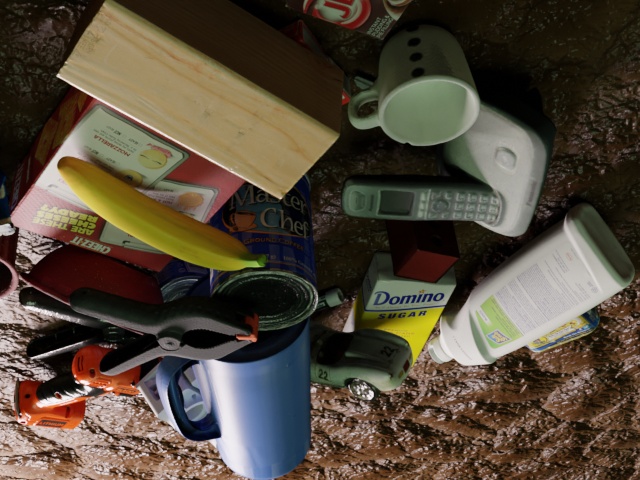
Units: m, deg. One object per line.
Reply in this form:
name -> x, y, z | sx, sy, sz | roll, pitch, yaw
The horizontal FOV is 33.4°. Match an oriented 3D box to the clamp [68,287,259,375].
clamp -> -0.146, 0.077, 0.987 | 0.171, 0.039, 0.120 | -10, 143, 11

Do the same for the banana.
banana -> -0.140, -0.019, 0.941 | 0.197, 0.037, 0.070 | 25, 150, -8

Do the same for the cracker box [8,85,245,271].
cracker box -> -0.170, -0.072, 0.982 | 0.164, 0.072, 0.214 | 20, 138, -28

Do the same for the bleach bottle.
bleach bottle -> 0.215, 0.064, 1.180 | 0.251, 0.102, 0.068 | -36, 178, 34

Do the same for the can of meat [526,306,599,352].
can of meat -> 0.267, 0.084, 1.256 | 0.102, 0.057, 0.083 | -25, 142, 26

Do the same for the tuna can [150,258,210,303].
tuna can -> -0.151, 0.064, 1.174 | 0.086, 0.034, 0.086 | -10, 125, -15

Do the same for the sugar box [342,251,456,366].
sugar box -> 0.087, 0.084, 1.244 | 0.093, 0.048, 0.176 | 4, 144, -11

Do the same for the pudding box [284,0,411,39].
pudding box -> 0.035, -0.217, 0.833 | 0.090, 0.039, 0.114 | 14, 140, -22

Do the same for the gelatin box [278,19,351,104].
gelatin box -> -0.026, -0.144, 0.934 | 0.073, 0.030, 0.089 | -22, 138, 23

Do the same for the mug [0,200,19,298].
mug -> -0.335, -0.003, 1.048 | 0.093, 0.081, 0.117 | 19, 138, -29

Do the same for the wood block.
wood block -> -0.091, -0.133, 0.854 | 0.205, 0.091, 0.090 | 28, 129, -22

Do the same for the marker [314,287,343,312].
marker -> -0.030, 0.083, 1.253 | 0.121, 0.020, 0.020 | -21, 141, 21

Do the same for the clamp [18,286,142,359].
clamp -> -0.246, 0.100, 1.236 | 0.209, 0.036, 0.165 | 3, 152, -18

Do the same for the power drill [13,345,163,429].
power drill -> -0.269, 0.182, 1.313 | 0.188, 0.057, 0.184 | -25, 150, 31

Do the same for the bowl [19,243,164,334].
bowl -> -0.220, 0.044, 1.089 | 0.162, 0.055, 0.162 | 25, 177, 1

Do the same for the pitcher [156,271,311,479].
pitcher -> -0.079, 0.154, 1.139 | 0.149, 0.145, 0.243 | 2, 135, 6

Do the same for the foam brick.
foam brick -> 0.104, -0.003, 1.100 | 0.052, 0.078, 0.051 | 11, 141, -23

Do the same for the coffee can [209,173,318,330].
coffee can -> -0.057, 0.001, 1.035 | 0.103, 0.140, 0.103 | -3, 144, -2
